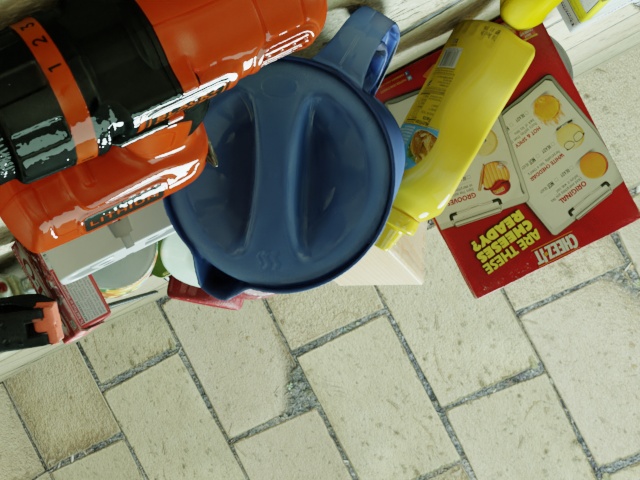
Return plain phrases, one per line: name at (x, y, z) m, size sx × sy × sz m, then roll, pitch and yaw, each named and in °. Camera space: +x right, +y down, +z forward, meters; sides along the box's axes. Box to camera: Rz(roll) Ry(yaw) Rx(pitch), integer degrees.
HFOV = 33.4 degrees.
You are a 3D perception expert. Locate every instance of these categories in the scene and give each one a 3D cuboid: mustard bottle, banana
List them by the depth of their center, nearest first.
banana at (0.161, -0.181, 0.768) m, size 0.069 × 0.037 × 0.198 m, roll -26°, pitch 179°, yaw -6°
mustard bottle at (0.092, -0.078, 0.840) m, size 0.191 × 0.058 × 0.096 m, roll -60°, pitch -159°, yaw 1°

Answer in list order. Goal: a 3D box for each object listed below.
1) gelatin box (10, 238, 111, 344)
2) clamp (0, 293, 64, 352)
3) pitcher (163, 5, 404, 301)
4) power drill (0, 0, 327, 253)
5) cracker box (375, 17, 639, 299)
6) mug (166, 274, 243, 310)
gelatin box at (-0.195, 0.030, 0.798) m, size 0.030 × 0.089 × 0.073 m, roll -29°, pitch 180°, yaw -26°
clamp at (-0.273, 0.066, 0.776) m, size 0.210 × 0.036 × 0.164 m, roll -3°, pitch -168°, yaw 40°
pitcher at (-0.001, -0.059, 0.696) m, size 0.149 × 0.145 × 0.242 m, roll -15°, pitch -175°, yaw 11°
power drill at (-0.098, -0.044, 0.434) m, size 0.184 × 0.057 × 0.188 m, roll -27°, pitch 179°, yaw -18°
cracker box at (0.163, -0.079, 0.964) m, size 0.164 × 0.214 × 0.072 m, roll -27°, pitch 179°, yaw 7°
mug at (-0.124, 0.027, 1.132) m, size 0.117 × 0.081 × 0.093 m, roll 6°, pitch 173°, yaw 42°
